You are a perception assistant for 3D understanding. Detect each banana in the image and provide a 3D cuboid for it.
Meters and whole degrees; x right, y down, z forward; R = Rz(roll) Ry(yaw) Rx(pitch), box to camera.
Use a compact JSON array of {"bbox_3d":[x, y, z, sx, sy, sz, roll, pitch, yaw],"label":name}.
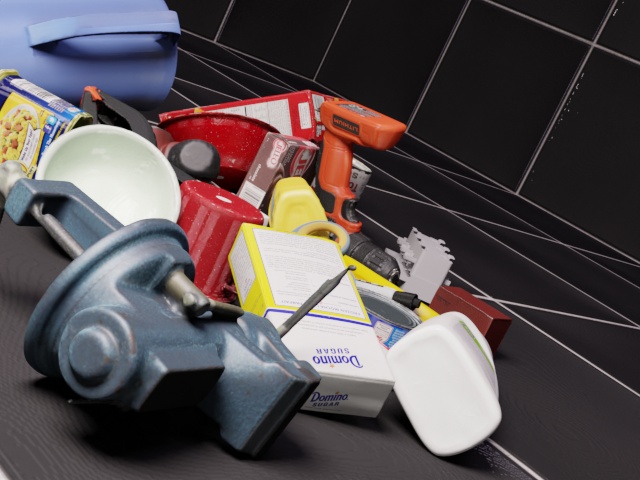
[{"bbox_3d":[0.066,0.062,1.153,0.198,0.037,0.069,33,-4,27],"label":"banana"}]

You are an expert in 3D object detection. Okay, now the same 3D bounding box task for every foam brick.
[{"bbox_3d":[0.160,0.090,1.173,0.078,0.053,0.051,34,14,33],"label":"foam brick"}]

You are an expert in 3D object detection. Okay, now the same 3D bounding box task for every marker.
[{"bbox_3d":[0.048,0.052,1.112,0.121,0.020,0.020,14,6,26],"label":"marker"}]

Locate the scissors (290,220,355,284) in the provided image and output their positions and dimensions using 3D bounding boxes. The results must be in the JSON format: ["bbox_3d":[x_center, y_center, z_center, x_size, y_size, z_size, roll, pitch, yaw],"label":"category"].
[{"bbox_3d":[-0.057,0.001,1.029,0.202,0.016,0.096,21,55,2],"label":"scissors"}]

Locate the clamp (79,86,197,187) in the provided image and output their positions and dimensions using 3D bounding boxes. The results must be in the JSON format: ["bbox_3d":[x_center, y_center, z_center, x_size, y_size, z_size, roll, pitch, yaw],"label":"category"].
[{"bbox_3d":[-0.172,-0.075,1.011,0.120,0.039,0.171,-7,62,-38],"label":"clamp"}]

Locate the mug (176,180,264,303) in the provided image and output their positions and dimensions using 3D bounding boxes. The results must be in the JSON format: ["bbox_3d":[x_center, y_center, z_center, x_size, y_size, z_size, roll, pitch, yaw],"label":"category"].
[{"bbox_3d":[-0.093,0.004,0.944,0.117,0.081,0.093,32,13,29],"label":"mug"}]

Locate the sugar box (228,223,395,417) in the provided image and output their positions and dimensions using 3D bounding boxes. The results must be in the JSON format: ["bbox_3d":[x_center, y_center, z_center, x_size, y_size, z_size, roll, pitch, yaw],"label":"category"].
[{"bbox_3d":[-0.012,0.060,0.840,0.093,0.048,0.176,11,35,-22],"label":"sugar box"}]

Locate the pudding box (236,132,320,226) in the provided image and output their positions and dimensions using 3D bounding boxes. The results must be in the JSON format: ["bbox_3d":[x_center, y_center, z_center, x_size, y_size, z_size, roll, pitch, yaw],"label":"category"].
[{"bbox_3d":[-0.054,-0.073,1.290,0.039,0.113,0.089,34,15,21],"label":"pudding box"}]

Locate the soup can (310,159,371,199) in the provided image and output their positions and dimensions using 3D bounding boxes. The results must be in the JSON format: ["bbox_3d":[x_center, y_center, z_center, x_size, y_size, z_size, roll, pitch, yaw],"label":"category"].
[{"bbox_3d":[0.018,-0.060,1.413,0.068,0.102,0.068,25,12,-6],"label":"soup can"}]

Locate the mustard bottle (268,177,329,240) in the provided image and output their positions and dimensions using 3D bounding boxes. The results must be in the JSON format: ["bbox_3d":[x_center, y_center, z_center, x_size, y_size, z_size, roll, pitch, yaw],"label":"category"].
[{"bbox_3d":[-0.026,-0.019,1.153,0.058,0.096,0.191,-9,9,-3],"label":"mustard bottle"}]

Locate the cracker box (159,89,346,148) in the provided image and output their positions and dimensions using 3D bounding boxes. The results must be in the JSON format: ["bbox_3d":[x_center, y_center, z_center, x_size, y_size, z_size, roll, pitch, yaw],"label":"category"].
[{"bbox_3d":[-0.084,-0.148,1.436,0.214,0.072,0.164,-7,1,18],"label":"cracker box"}]

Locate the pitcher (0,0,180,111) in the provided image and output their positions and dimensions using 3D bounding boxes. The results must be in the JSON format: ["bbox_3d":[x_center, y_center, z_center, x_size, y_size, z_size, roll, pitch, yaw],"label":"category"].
[{"bbox_3d":[-0.265,-0.188,1.041,0.242,0.149,0.145,-12,48,-42],"label":"pitcher"}]

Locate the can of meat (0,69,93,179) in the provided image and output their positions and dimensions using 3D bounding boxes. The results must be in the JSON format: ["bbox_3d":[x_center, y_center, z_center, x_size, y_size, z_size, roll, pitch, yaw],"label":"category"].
[{"bbox_3d":[-0.262,-0.088,0.950,0.084,0.102,0.057,28,12,3],"label":"can of meat"}]

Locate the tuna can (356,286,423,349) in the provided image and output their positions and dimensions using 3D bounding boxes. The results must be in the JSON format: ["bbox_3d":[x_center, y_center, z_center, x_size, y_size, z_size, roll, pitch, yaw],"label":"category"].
[{"bbox_3d":[0.057,0.080,1.048,0.086,0.034,0.086,24,12,-6],"label":"tuna can"}]

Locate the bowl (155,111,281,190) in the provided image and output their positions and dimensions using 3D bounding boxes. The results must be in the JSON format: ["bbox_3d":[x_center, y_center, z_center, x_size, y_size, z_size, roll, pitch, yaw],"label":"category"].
[{"bbox_3d":[-0.126,-0.101,1.304,0.162,0.055,0.162,0,-16,0],"label":"bowl"}]

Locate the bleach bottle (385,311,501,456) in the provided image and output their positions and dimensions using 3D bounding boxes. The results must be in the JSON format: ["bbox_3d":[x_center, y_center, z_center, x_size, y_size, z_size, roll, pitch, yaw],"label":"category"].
[{"bbox_3d":[0.120,0.114,0.934,0.102,0.068,0.250,61,12,7],"label":"bleach bottle"}]

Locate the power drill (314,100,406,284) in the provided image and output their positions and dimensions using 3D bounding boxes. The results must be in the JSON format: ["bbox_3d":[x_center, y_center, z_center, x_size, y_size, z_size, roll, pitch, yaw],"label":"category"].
[{"bbox_3d":[0.038,-0.055,1.233,0.185,0.188,0.057,30,24,37],"label":"power drill"}]
